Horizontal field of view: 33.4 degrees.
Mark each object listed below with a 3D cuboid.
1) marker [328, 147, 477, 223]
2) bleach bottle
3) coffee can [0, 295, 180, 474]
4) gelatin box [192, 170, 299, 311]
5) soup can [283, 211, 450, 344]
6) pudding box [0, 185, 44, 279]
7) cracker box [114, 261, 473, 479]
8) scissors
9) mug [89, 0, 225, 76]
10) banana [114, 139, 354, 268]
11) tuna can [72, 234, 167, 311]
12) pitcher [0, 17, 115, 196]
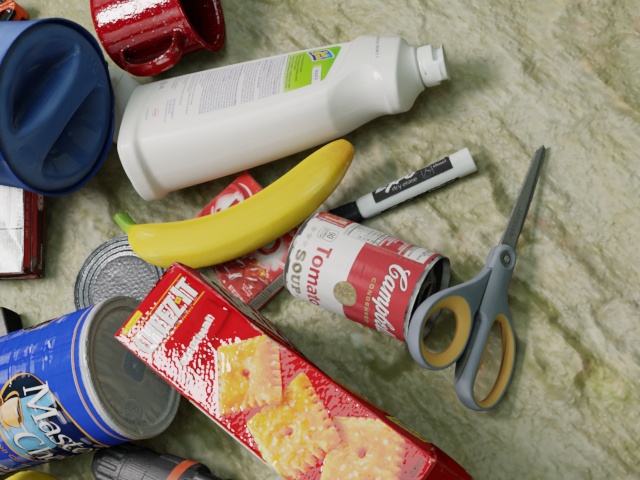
[{"bbox_3d":[0.059,-0.036,0.804,0.121,0.020,0.020,-24,67,10],"label":"marker"},{"bbox_3d":[-0.025,-0.103,0.822,0.251,0.068,0.102,-12,42,14],"label":"bleach bottle"},{"bbox_3d":[-0.188,0.107,0.781,0.140,0.102,0.103,-19,67,27],"label":"coffee can"},{"bbox_3d":[-0.056,0.001,0.826,0.073,0.030,0.089,-42,65,1],"label":"gelatin box"},{"bbox_3d":[0.033,0.026,0.766,0.102,0.068,0.068,21,81,23],"label":"soup can"},{"bbox_3d":[-0.288,-0.012,0.897,0.113,0.039,0.090,-2,82,14],"label":"pudding box"},{"bbox_3d":[-0.009,0.114,0.699,0.214,0.164,0.072,36,85,25],"label":"cracker box"},{"bbox_3d":[0.110,0.016,0.742,0.016,0.096,0.202,-12,66,57],"label":"scissors"},{"bbox_3d":[-0.136,-0.179,0.878,0.082,0.093,0.117,-16,52,18],"label":"mug"},{"bbox_3d":[-0.065,-0.020,0.797,0.198,0.037,0.069,-16,69,10],"label":"banana"},{"bbox_3d":[-0.149,0.041,0.843,0.086,0.033,0.086,-6,71,17],"label":"tuna can"},{"bbox_3d":[-0.299,-0.108,0.844,0.243,0.149,0.145,7,74,29],"label":"pitcher"}]
